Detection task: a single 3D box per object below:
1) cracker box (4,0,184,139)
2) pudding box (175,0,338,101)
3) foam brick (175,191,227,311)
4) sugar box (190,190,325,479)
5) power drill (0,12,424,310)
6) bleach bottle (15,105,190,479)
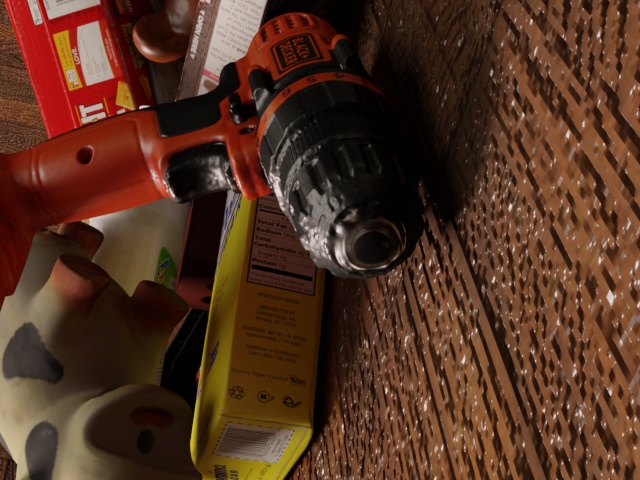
[{"bbox_3d":[-0.131,-0.122,0.744,0.213,0.072,0.164,-43,-62,-77],"label":"cracker box"},{"bbox_3d":[-0.023,-0.119,0.539,0.113,0.039,0.090,-49,-16,-46],"label":"pudding box"},{"bbox_3d":[-0.060,0.007,0.664,0.078,0.053,0.051,120,158,-61],"label":"foam brick"},{"bbox_3d":[-0.027,0.024,0.505,0.093,0.048,0.176,117,159,-53],"label":"sugar box"},{"bbox_3d":[-0.061,-0.017,0.393,0.184,0.187,0.057,-107,-1,-63],"label":"power drill"},{"bbox_3d":[-0.115,0.050,0.606,0.102,0.068,0.251,81,-159,-84],"label":"bleach bottle"}]
